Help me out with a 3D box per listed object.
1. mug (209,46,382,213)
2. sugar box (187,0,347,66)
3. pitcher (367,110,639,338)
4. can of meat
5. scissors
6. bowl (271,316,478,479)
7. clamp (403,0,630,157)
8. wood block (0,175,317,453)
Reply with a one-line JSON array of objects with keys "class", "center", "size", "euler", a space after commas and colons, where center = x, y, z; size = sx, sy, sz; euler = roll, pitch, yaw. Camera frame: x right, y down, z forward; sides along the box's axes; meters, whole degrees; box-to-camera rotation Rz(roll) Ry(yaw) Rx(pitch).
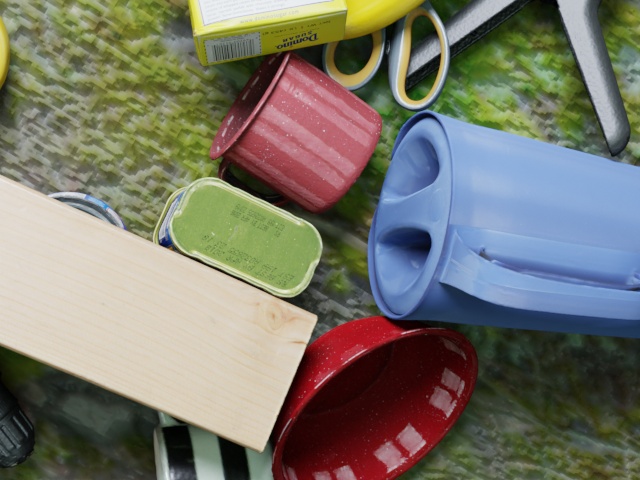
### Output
[{"class": "mug", "center": [-0.021, -0.063, 0.705], "size": [0.081, 0.093, 0.117], "euler": [33, 124, -16]}, {"class": "sugar box", "center": [-0.048, -0.202, 0.661], "size": [0.093, 0.048, 0.176], "euler": [-11, 72, -6]}, {"class": "pitcher", "center": [0.164, 0.005, 0.698], "size": [0.242, 0.145, 0.149], "euler": [9, 64, -17]}, {"class": "can of meat", "center": [-0.055, 0.001, 0.700], "size": [0.102, 0.084, 0.057], "euler": [25, 81, -11]}, {"class": "scissors", "center": [0.044, -0.184, 0.720], "size": [0.096, 0.016, 0.202], "euler": [-6, 83, 17]}, {"class": "bowl", "center": [0.027, 0.105, 0.726], "size": [0.162, 0.055, 0.162], "euler": [-21, 137, -21]}, {"class": "clamp", "center": [0.160, -0.165, 0.711], "size": [0.165, 0.036, 0.210], "euler": [26, 91, 15]}, {"class": "wood block", "center": [-0.120, 0.046, 0.658], "size": [0.206, 0.090, 0.091], "euler": [24, 81, -11]}]
